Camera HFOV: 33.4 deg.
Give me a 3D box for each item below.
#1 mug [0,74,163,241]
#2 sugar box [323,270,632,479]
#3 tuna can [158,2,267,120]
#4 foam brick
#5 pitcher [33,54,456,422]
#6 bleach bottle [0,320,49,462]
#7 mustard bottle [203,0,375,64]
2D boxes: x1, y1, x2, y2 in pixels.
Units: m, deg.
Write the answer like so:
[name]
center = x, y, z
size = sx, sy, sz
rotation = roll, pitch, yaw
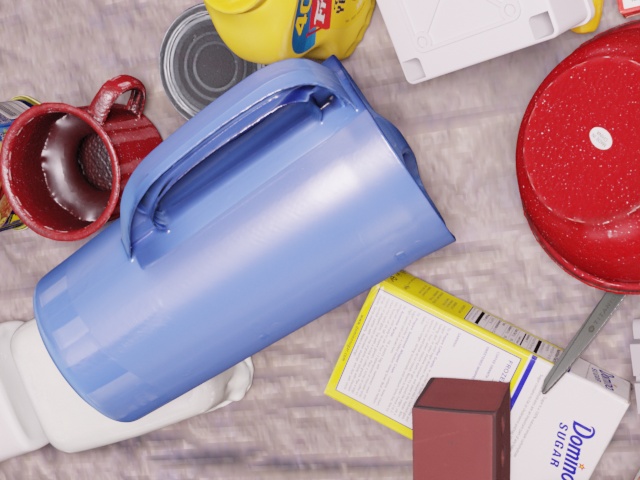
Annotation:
[mug]
center = -0.154, -0.062, 0.735
size = 0.093, 0.081, 0.117
rotation = 32, 110, 12
[sugar box]
center = 0.100, 0.096, 0.693
size = 0.176, 0.048, 0.093
rotation = 26, 109, 10
[tuna can]
center = -0.065, -0.117, 0.716
size = 0.086, 0.033, 0.086
rotation = 4, 102, 20
[foam brick]
center = 0.087, 0.129, 0.651
size = 0.051, 0.053, 0.078
rotation = 2, 105, 18
[pitcher]
center = -0.054, 0.001, 0.643
size = 0.243, 0.145, 0.149
rotation = -33, 98, 7
[bleach bottle]
center = -0.327, 0.145, 0.855
size = 0.251, 0.068, 0.102
rotation = -19, 94, 25
[mustard bottle]
center = -0.021, -0.149, 0.607
size = 0.058, 0.191, 0.096
rotation = 12, 105, 18
